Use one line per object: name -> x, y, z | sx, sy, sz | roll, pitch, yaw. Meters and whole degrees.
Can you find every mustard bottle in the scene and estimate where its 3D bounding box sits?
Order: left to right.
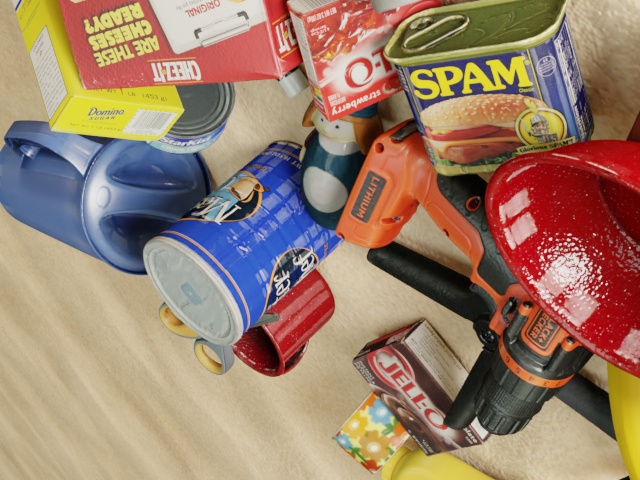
mustard bottle -> 0.125, 0.240, 0.980 | 0.192, 0.058, 0.096 | 23, 145, 37

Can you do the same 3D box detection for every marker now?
marker -> -0.049, -0.158, 0.776 | 0.121, 0.020, 0.020 | 55, 150, -12

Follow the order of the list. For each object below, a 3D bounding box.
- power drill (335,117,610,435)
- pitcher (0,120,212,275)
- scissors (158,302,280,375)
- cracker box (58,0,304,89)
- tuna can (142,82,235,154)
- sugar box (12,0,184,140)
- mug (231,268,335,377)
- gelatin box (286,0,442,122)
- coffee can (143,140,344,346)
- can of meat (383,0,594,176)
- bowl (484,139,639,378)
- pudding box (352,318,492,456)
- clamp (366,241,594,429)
power drill -> 0.099, 0.021, 0.708 | 0.188, 0.057, 0.185 | 40, 132, 21
pitcher -> -0.228, -0.057, 1.027 | 0.243, 0.144, 0.149 | 13, 116, 50
scissors -> -0.078, 0.089, 0.945 | 0.202, 0.016, 0.096 | 6, 132, 51
cracker box -> -0.097, -0.207, 0.659 | 0.164, 0.072, 0.214 | 2, 117, 32
tuna can -> -0.113, -0.112, 0.849 | 0.086, 0.086, 0.034 | 45, 152, 5
sugar box -> -0.172, -0.157, 0.792 | 0.048, 0.093, 0.176 | -43, 58, 38
mug -> -0.038, 0.072, 0.973 | 0.093, 0.081, 0.117 | 20, 140, 41
gelatin box -> 0.032, -0.122, 0.639 | 0.030, 0.089, 0.073 | 52, 163, 52
coffee can -> -0.056, 0.001, 0.851 | 0.103, 0.140, 0.103 | 34, 148, 24
can of meat -> 0.098, -0.087, 0.606 | 0.102, 0.057, 0.084 | -3, 128, 31
bowl -> 0.163, 0.003, 0.541 | 0.162, 0.055, 0.162 | 38, 158, 18
pudding box -> 0.090, 0.127, 0.911 | 0.113, 0.039, 0.090 | 50, 150, -4
clamp -> 0.124, 0.054, 0.774 | 0.210, 0.036, 0.164 | -26, 95, 54
